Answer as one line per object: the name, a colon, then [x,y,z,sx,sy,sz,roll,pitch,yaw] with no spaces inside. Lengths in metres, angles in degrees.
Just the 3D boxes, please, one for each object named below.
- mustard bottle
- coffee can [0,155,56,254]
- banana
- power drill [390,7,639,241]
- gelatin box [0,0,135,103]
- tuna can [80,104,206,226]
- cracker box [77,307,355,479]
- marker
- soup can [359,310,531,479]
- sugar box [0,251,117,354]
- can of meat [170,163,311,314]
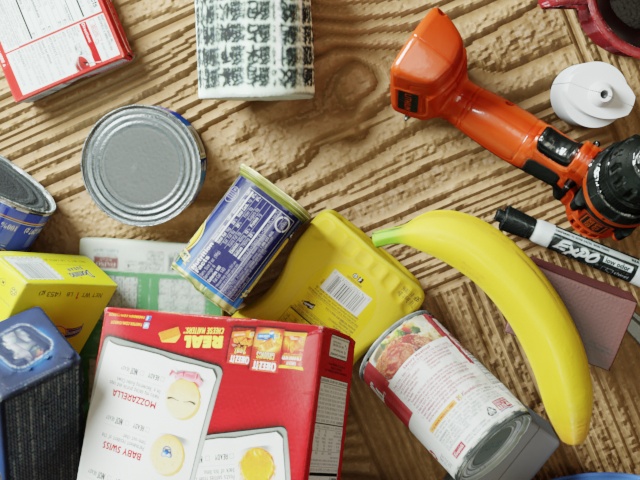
mustard bottle: [-0.020,0.078,0.760,0.096,0.058,0.192,39,98,-5]
coffee can: [-0.266,0.007,0.745,0.103,0.103,0.140,35,98,-1]
banana: [0.125,0.045,0.709,0.198,0.037,0.070,47,122,5]
power drill: [0.134,-0.070,0.678,0.188,0.184,0.057,36,85,7]
gelatin box: [-0.187,-0.147,0.757,0.089,0.030,0.073,-22,94,6]
tuna can: [-0.125,-0.054,0.762,0.086,0.033,0.086,1,98,4]
cracker box: [-0.072,0.157,0.687,0.164,0.072,0.213,3,79,25]
marker: [0.180,0.004,0.757,0.121,0.020,0.020,22,98,0]
soup can: [0.085,0.106,0.725,0.068,0.068,0.102,-49,61,8]
sugar box: [-0.222,0.092,0.748,0.048,0.093,0.176,36,105,28]
can of meat: [-0.055,0.001,0.724,0.057,0.102,0.084,37,87,-2]
